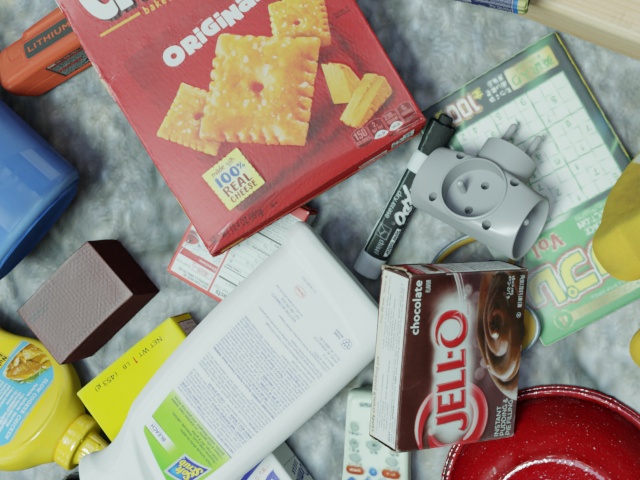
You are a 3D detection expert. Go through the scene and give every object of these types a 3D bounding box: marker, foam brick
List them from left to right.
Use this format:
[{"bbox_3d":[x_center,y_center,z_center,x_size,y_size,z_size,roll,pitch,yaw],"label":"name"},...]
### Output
[{"bbox_3d":[-0.166,0.043,0.764,0.078,0.051,0.053,-42,81,12],"label":"foam brick"},{"bbox_3d":[0.057,-0.030,0.713,0.020,0.020,0.121,30,106,11],"label":"marker"}]

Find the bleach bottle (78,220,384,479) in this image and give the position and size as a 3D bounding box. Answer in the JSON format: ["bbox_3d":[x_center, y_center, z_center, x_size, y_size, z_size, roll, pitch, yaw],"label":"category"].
[{"bbox_3d":[-0.073,0.105,0.695,0.251,0.068,0.102,-41,84,2],"label":"bleach bottle"}]

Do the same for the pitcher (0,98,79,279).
[{"bbox_3d":[-0.296,-0.073,0.724,0.243,0.145,0.149,40,108,-5],"label":"pitcher"}]

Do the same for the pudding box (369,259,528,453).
[{"bbox_3d":[0.079,0.070,0.660,0.089,0.039,0.113,-2,98,-30],"label":"pudding box"}]

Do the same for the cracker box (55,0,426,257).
[{"bbox_3d":[-0.056,-0.121,0.688,0.164,0.072,0.214,-31,90,-5],"label":"cracker box"}]

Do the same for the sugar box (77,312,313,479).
[{"bbox_3d":[-0.081,0.148,0.750,0.093,0.048,0.176,-40,81,11],"label":"sugar box"}]

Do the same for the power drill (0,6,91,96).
[{"bbox_3d":[-0.227,-0.202,0.767,0.184,0.057,0.187,-27,86,14],"label":"power drill"}]

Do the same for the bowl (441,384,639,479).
[{"bbox_3d":[0.153,0.177,0.687,0.162,0.055,0.162,1,93,15],"label":"bowl"}]

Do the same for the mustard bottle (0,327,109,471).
[{"bbox_3d":[-0.233,0.111,0.776,0.192,0.058,0.096,29,70,11],"label":"mustard bottle"}]

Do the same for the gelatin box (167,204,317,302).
[{"bbox_3d":[-0.055,0.001,0.746,0.073,0.030,0.089,29,99,10],"label":"gelatin box"}]
